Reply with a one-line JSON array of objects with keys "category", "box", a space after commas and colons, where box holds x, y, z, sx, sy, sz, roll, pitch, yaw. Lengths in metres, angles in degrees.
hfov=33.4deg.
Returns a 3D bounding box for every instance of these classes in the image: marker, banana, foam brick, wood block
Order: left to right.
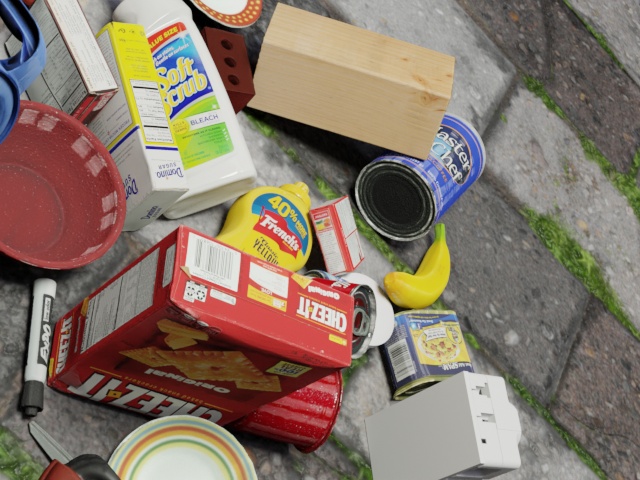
[{"category": "marker", "box": [-0.235, 0.089, 0.889, 0.020, 0.020, 0.121, 19, 55, -33]}, {"category": "foam brick", "box": [-0.110, -0.178, 1.138, 0.052, 0.051, 0.078, 6, 62, -39]}, {"category": "wood block", "box": [0.034, -0.175, 1.168, 0.206, 0.091, 0.090, 16, 40, -2]}, {"category": "banana", "box": [0.109, 0.041, 1.186, 0.069, 0.037, 0.197, 68, 25, -9]}]

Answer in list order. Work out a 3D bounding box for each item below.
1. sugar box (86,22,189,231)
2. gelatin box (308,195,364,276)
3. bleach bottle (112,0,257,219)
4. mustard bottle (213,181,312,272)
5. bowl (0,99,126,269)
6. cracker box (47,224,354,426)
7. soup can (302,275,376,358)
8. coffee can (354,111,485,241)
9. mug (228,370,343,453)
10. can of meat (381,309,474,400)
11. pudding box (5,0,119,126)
[{"category": "sugar box", "box": [-0.182, -0.106, 1.000, 0.048, 0.094, 0.176, -5, 70, -43]}, {"category": "gelatin box", "box": [0.018, -0.005, 1.125, 0.089, 0.030, 0.073, -39, 113, -77]}, {"category": "bleach bottle", "box": [-0.151, -0.154, 1.057, 0.102, 0.068, 0.251, -20, 77, -13]}, {"category": "mustard bottle", "box": [-0.057, 0.001, 1.072, 0.096, 0.058, 0.191, 49, 42, -16]}, {"category": "bowl", "box": [-0.252, -0.039, 0.925, 0.161, 0.055, 0.162, 21, 53, -31]}, {"category": "cracker box", "box": [-0.101, 0.083, 0.869, 0.164, 0.214, 0.072, 24, 53, -29]}, {"category": "soup can", "box": [-0.008, 0.067, 0.978, 0.068, 0.102, 0.068, -23, 116, -59]}, {"category": "coffee can", "box": [0.118, -0.076, 1.240, 0.103, 0.103, 0.140, 52, 43, -4]}, {"category": "mug", "box": [-0.041, 0.135, 0.992, 0.081, 0.093, 0.117, 19, 27, -27]}, {"category": "can of meat", "box": [0.115, 0.123, 1.152, 0.101, 0.058, 0.084, 5, 61, -40]}, {"category": "pudding box", "box": [-0.239, -0.162, 0.985, 0.039, 0.090, 0.113, -19, 79, -45]}]
